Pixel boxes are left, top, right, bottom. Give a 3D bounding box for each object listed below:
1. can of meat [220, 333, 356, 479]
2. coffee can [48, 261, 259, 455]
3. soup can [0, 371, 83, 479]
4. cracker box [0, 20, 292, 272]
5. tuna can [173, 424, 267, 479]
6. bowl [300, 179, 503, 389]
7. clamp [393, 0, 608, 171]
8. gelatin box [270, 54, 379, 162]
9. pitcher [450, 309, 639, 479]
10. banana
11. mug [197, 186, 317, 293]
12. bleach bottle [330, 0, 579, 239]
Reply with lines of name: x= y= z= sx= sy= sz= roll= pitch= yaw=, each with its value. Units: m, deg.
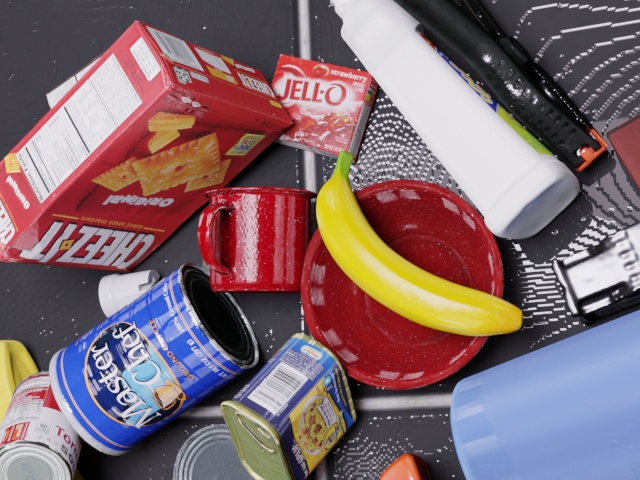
can of meat: x=-0.021 y=0.133 z=0.817 sx=0.058 sy=0.102 sz=0.083 roll=25 pitch=56 yaw=33
coffee can: x=-0.137 y=0.098 z=0.881 sx=0.140 sy=0.102 sz=0.103 roll=-34 pitch=71 yaw=13
soup can: x=-0.227 y=0.162 z=0.868 sx=0.068 sy=0.102 sz=0.068 roll=-1 pitch=115 yaw=-2
cracker box: x=-0.151 y=-0.063 z=0.863 sx=0.214 sy=0.164 sz=0.072 roll=-41 pitch=67 yaw=21
tuna can: x=-0.076 y=0.195 z=0.878 sx=0.086 sy=0.033 sz=0.086 roll=-4 pitch=80 yaw=21
bowl: x=0.068 y=0.036 z=0.835 sx=0.162 sy=0.055 sz=0.162 roll=-4 pitch=80 yaw=21
clamp: x=0.130 y=-0.136 z=0.799 sx=0.036 sy=0.164 sz=0.210 roll=-45 pitch=78 yaw=25
gelatin box: x=-0.003 y=-0.112 z=0.902 sx=0.089 sy=0.030 sz=0.073 roll=17 pitch=88 yaw=23
pitcher: x=0.222 y=0.122 z=0.730 sx=0.243 sy=0.144 sz=0.149 roll=-22 pitch=62 yaw=21
banana: x=0.058 y=0.015 z=0.792 sx=0.198 sy=0.037 sz=0.070 roll=45 pitch=99 yaw=21
mug: x=-0.056 y=0.001 z=0.861 sx=0.093 sy=0.117 sz=0.081 roll=-2 pitch=85 yaw=33
bleach bottle: x=0.089 y=-0.113 z=0.826 sx=0.068 sy=0.102 sz=0.251 roll=-45 pitch=69 yaw=17
